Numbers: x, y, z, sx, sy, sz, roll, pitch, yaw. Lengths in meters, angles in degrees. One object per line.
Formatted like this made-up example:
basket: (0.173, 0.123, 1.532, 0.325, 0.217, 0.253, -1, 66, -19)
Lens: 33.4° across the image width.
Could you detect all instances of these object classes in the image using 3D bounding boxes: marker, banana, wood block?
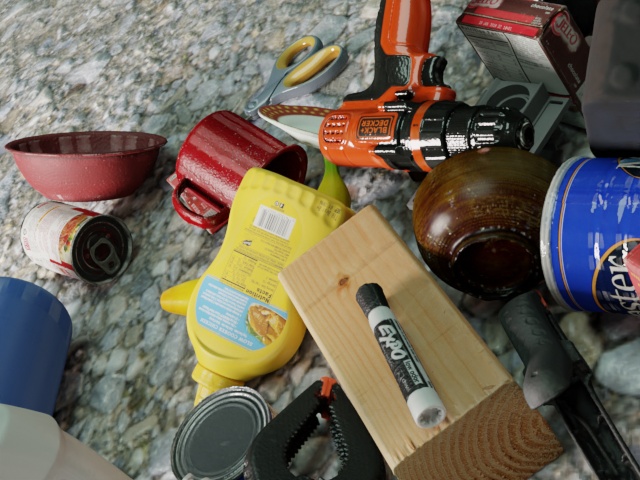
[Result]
marker: (0.046, 0.066, 0.651, 0.020, 0.020, 0.121, -33, 39, 6)
banana: (-0.042, 0.012, 0.887, 0.198, 0.037, 0.070, -41, 71, 5)
wood block: (0.060, 0.078, 0.717, 0.091, 0.090, 0.206, -37, 39, 3)

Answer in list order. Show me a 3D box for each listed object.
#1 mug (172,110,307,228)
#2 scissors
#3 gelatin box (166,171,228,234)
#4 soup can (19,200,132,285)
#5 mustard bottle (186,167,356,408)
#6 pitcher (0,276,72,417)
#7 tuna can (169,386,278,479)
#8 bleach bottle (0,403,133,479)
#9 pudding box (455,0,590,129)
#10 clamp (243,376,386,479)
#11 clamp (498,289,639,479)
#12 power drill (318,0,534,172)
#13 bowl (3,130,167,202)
mug: (-0.079, -0.054, 0.924, 0.082, 0.093, 0.117, 34, 59, 22)
scissors: (-0.063, -0.148, 1.091, 0.202, 0.016, 0.096, -29, 38, 11)
gelatin box: (-0.098, -0.056, 1.016, 0.073, 0.030, 0.089, -40, 39, -3)
soup can: (-0.239, 0.001, 1.039, 0.102, 0.068, 0.068, 14, 61, 45)
mustard bottle: (-0.051, 0.046, 0.832, 0.096, 0.058, 0.191, 24, 88, 23)
pitcher: (-0.292, 0.155, 0.894, 0.149, 0.145, 0.242, -9, 42, 15)
tuna can: (-0.066, 0.152, 0.785, 0.086, 0.033, 0.086, -21, 42, 20)
bleach bottle: (-0.159, 0.179, 0.656, 0.102, 0.250, 0.068, -40, 39, -2)
pudding box: (0.168, -0.139, 0.827, 0.039, 0.113, 0.090, -51, 40, -10)
clamp: (0.001, 0.177, 0.686, 0.164, 0.036, 0.209, 11, 43, 10)
clamp: (0.150, 0.090, 0.647, 0.039, 0.120, 0.171, -28, 18, 13)
power drill: (0.087, -0.141, 0.785, 0.185, 0.057, 0.187, 5, 78, 42)
bowl: (-0.236, -0.074, 1.083, 0.162, 0.055, 0.162, 0, 13, 0)
